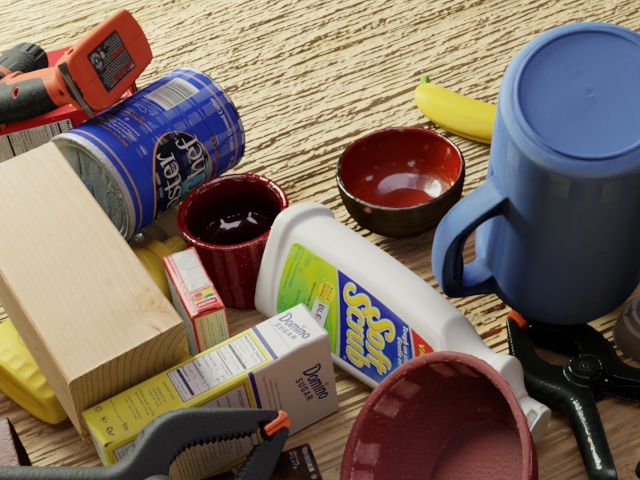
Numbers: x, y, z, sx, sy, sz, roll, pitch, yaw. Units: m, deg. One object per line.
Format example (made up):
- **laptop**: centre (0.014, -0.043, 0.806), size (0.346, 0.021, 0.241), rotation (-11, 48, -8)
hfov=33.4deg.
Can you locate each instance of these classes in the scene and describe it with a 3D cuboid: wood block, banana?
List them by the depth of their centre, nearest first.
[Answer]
- **wood block**: centre (-0.189, 0.034, 0.801), size (0.090, 0.090, 0.206), rotation (-27, 57, -23)
- **banana**: centre (0.164, -0.121, 1.023), size (0.198, 0.037, 0.069), rotation (23, 53, 29)

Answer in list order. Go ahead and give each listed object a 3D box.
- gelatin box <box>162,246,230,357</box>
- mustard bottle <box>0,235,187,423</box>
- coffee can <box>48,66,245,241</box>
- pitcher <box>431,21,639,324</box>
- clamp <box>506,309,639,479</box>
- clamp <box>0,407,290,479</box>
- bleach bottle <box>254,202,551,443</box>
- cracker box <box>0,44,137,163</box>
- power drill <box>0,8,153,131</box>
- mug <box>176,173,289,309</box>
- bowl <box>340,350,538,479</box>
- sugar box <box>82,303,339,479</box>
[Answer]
- **gelatin box**: centre (-0.093, 0.061, 0.839), size (0.030, 0.089, 0.073), rotation (-20, 45, -13)
- **mustard bottle**: centre (-0.181, 0.059, 0.879), size (0.096, 0.058, 0.191), rotation (27, 54, 30)
- **coffee can**: centre (-0.148, -0.074, 0.912), size (0.103, 0.103, 0.140), rotation (25, 46, 30)
- **pitcher**: centre (0.164, -0.036, 0.731), size (0.145, 0.243, 0.149), rotation (19, 72, 16)
- **clamp**: centre (0.191, 0.111, 0.778), size (0.120, 0.039, 0.172), rotation (-31, 42, -31)
- **clamp**: centre (-0.115, 0.164, 0.685), size (0.209, 0.036, 0.164), rotation (-38, 87, -20)
- **bleach bottle**: centre (0.063, 0.068, 0.801), size (0.251, 0.103, 0.067), rotation (31, 26, 32)
- **cracker box**: centre (-0.288, -0.126, 1.062), size (0.213, 0.072, 0.164), rotation (-15, 35, -6)
- **power drill**: centre (-0.240, -0.140, 0.926), size (0.188, 0.057, 0.184), rotation (-14, 31, 29)
- **mug**: centre (-0.056, 0.001, 0.901), size (0.117, 0.081, 0.093), rotation (-11, 44, -2)
- **bowl**: centre (0.087, 0.157, 0.703), size (0.162, 0.055, 0.162), rotation (-25, 53, 39)
- **sugar box**: centre (-0.074, 0.123, 0.771), size (0.176, 0.093, 0.048), rotation (-27, 48, -19)
